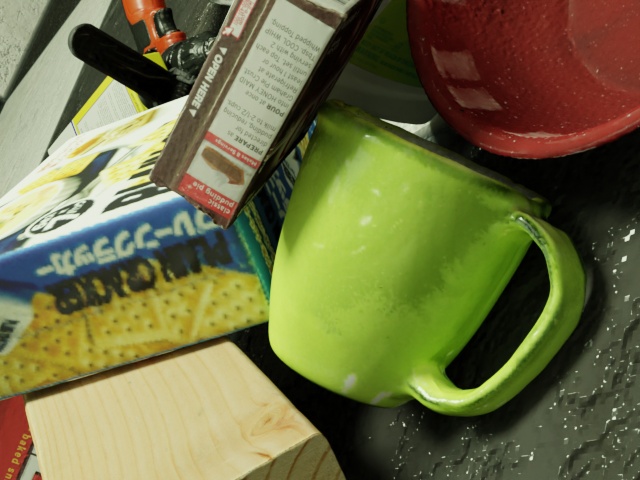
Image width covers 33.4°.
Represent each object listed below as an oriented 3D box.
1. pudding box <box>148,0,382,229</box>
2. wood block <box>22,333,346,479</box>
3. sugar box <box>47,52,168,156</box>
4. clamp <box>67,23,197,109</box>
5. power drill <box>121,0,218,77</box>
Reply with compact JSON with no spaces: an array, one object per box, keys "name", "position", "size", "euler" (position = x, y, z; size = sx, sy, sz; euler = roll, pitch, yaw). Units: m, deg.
[{"name":"pudding box","position":[-0.014,-0.066,0.403],"size":[0.090,0.039,0.113],"euler":[-60,-3,27]},{"name":"wood block","position":[-0.055,0.099,0.429],"size":[0.090,0.090,0.206],"euler":[-27,18,-13]},{"name":"sugar box","position":[-0.173,-0.079,0.928],"size":[0.177,0.048,0.093],"euler":[-33,80,53]},{"name":"clamp","position":[-0.097,-0.103,0.777],"size":[0.039,0.120,0.171],"euler":[-62,-21,0]},{"name":"power drill","position":[-0.140,-0.207,0.927],"size":[0.185,0.057,0.187],"euler":[-14,88,60]}]
